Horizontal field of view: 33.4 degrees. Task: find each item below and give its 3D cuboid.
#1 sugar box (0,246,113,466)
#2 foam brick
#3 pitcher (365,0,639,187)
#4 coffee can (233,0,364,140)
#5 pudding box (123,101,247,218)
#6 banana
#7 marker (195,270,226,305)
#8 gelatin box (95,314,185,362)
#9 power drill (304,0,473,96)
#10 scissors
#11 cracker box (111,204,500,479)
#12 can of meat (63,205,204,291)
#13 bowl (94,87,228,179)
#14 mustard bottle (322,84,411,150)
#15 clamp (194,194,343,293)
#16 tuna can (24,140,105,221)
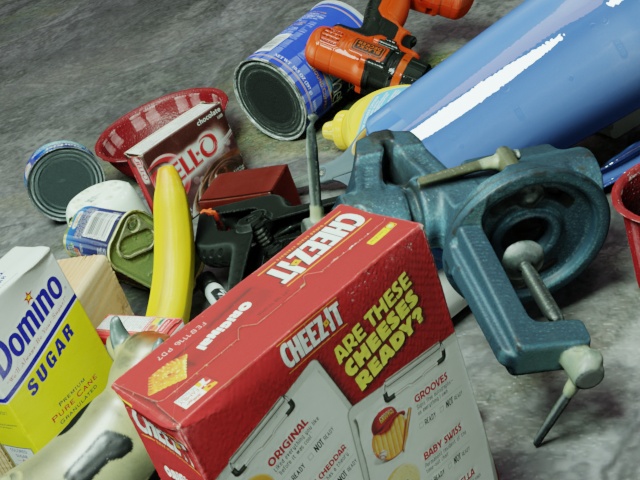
[{"bbox_3d":[-0.192,0.101,0.753,0.048,0.176,0.093,1,36,34],"label":"sugar box"},{"bbox_3d":[-0.066,-0.034,1.020,0.078,0.053,0.051,-6,33,23],"label":"foam brick"},{"bbox_3d":[0.169,-0.111,0.887,0.243,0.145,0.149,-33,47,9],"label":"pitcher"},{"bbox_3d":[-0.014,-0.191,1.194,0.103,0.103,0.140,9,42,42],"label":"coffee can"},{"bbox_3d":[-0.136,-0.078,1.099,0.039,0.090,0.113,11,43,44],"label":"pudding box"},{"bbox_3d":[-0.130,0.035,0.898,0.037,0.069,0.197,0,62,13],"label":"banana"},{"bbox_3d":[-0.083,0.056,0.916,0.020,0.020,0.121,-28,30,-11],"label":"marker"},{"bbox_3d":[-0.123,0.098,0.802,0.073,0.089,0.030,0,35,32],"label":"gelatin box"},{"bbox_3d":[0.099,-0.219,1.137,0.184,0.057,0.187,24,53,10],"label":"power drill"},{"bbox_3d":[0.014,-0.050,1.021,0.202,0.016,0.096,-31,59,29],"label":"scissors"},{"bbox_3d":[0.006,0.114,0.567,0.164,0.213,0.072,-39,34,-28],"label":"cracker box"},{"bbox_3d":[-0.170,0.009,0.968,0.084,0.102,0.057,10,72,46],"label":"can of meat"},{"bbox_3d":[-0.171,-0.111,1.211,0.162,0.055,0.162,-16,30,9],"label":"bowl"},{"bbox_3d":[0.083,-0.108,1.037,0.192,0.058,0.096,3,59,37],"label":"mustard bottle"},{"bbox_3d":[-0.056,0.001,0.909,0.164,0.036,0.210,-38,25,-29],"label":"clamp"},{"bbox_3d":[-0.283,-0.067,1.179,0.086,0.086,0.034,-27,28,-10],"label":"tuna can"}]
